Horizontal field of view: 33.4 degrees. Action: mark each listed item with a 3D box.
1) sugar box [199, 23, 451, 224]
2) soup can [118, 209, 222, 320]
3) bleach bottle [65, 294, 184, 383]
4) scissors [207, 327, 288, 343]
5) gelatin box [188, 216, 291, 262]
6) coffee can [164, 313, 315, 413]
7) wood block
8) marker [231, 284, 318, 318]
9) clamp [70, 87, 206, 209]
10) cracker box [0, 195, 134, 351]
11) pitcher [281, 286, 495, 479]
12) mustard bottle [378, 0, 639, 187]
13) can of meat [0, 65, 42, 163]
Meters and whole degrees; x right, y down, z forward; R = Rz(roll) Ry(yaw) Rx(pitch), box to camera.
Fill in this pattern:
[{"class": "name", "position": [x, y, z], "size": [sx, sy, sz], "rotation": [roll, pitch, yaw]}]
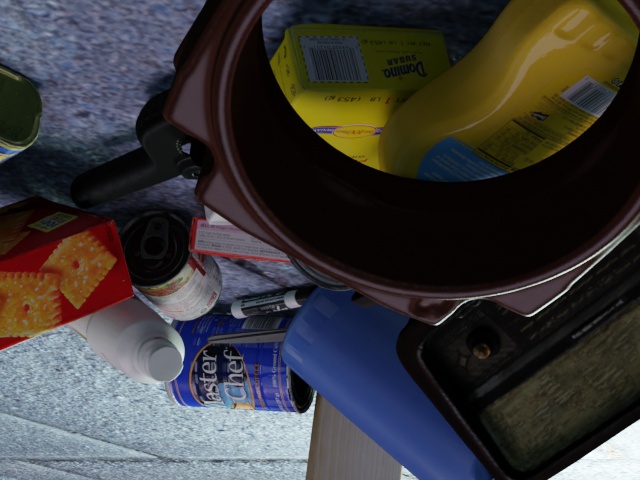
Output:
[{"class": "sugar box", "position": [-0.003, -0.061, 0.629], "size": [0.093, 0.048, 0.176], "rotation": [-2, 156, -23]}, {"class": "soup can", "position": [-0.128, 0.024, 0.918], "size": [0.068, 0.068, 0.102], "rotation": [3, 160, 12]}, {"class": "bleach bottle", "position": [-0.174, 0.067, 0.897], "size": [0.102, 0.068, 0.251], "rotation": [39, 172, -34]}, {"class": "scissors", "position": [-0.005, 0.078, 1.036], "size": [0.201, 0.016, 0.096], "rotation": [7, 134, -7]}, {"class": "gelatin box", "position": [-0.056, 0.001, 0.855], "size": [0.089, 0.030, 0.073], "rotation": [6, 179, 4]}, {"class": "coffee can", "position": [-0.082, 0.128, 1.131], "size": [0.140, 0.103, 0.102], "rotation": [0, 159, 17]}, {"class": "wood block", "position": [0.038, 0.186, 1.094], "size": [0.091, 0.206, 0.090], "rotation": [8, 160, -2]}, {"class": "marker", "position": [-0.042, 0.061, 1.056], "size": [0.121, 0.020, 0.020], "rotation": [-14, 151, 43]}, {"class": "clamp", "position": [-0.090, -0.059, 0.718], "size": [0.164, 0.036, 0.210], "rotation": [1, 160, -9]}, {"class": "cracker box", "position": [-0.271, 0.035, 0.785], "size": [0.213, 0.072, 0.164], "rotation": [-22, -160, -30]}, {"class": "pitcher", "position": [0.092, 0.131, 0.936], "size": [0.243, 0.144, 0.149], "rotation": [36, 153, 17]}, {"class": "mustard bottle", "position": [0.087, -0.054, 0.553], "size": [0.096, 0.058, 0.192], "rotation": [18, 133, -38]}, {"class": "can of meat", "position": [-0.242, -0.083, 0.689], "size": [0.101, 0.057, 0.084], "rotation": [23, 152, -37]}]
